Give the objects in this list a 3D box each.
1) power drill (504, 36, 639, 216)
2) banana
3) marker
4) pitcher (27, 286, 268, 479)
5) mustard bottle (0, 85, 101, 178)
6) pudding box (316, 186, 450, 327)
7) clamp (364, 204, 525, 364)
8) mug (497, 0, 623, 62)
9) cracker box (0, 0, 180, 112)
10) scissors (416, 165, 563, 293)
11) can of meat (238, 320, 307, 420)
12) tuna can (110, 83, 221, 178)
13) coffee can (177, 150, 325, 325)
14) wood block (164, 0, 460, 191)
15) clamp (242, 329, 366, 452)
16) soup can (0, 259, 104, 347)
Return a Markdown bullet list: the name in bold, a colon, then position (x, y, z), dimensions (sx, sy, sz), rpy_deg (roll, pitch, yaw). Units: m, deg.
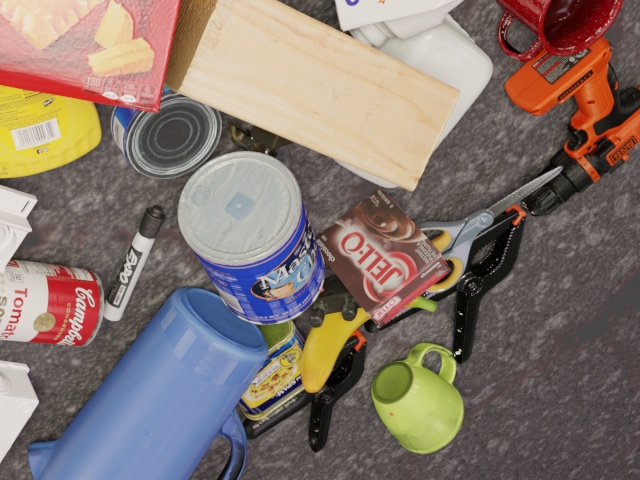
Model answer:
- **power drill**: position (0.259, -0.122, 1.101), dimensions (0.184, 0.057, 0.187), rpy_deg (-43, 141, 6)
- **banana**: position (0.038, 0.085, 1.101), dimensions (0.197, 0.070, 0.037), rpy_deg (-31, 147, -35)
- **marker**: position (-0.166, 0.020, 0.950), dimensions (0.020, 0.020, 0.121), rpy_deg (5, 124, -39)
- **pitcher**: position (-0.148, 0.172, 1.019), dimensions (0.243, 0.145, 0.149), rpy_deg (-54, 146, 14)
- **mustard bottle**: position (-0.216, -0.135, 0.738), dimensions (0.096, 0.058, 0.192), rpy_deg (-17, 136, -14)
- **pudding box**: position (0.058, 0.015, 1.036), dimensions (0.090, 0.114, 0.039), rpy_deg (-39, 140, 0)
- **clamp**: position (0.151, 0.043, 1.190), dimensions (0.164, 0.036, 0.210), rpy_deg (14, 115, -35)
- **mug**: position (0.201, -0.214, 0.950), dimensions (0.093, 0.082, 0.117), rpy_deg (14, 118, -43)
- **cracker box**: position (-0.157, -0.195, 0.635), dimensions (0.164, 0.072, 0.214), rpy_deg (10, 108, -14)
- **scissors**: position (0.169, -0.005, 1.123), dimensions (0.202, 0.016, 0.096), rpy_deg (-20, 122, 6)
- **can of meat**: position (-0.057, 0.125, 1.100), dimensions (0.102, 0.057, 0.084), rpy_deg (-35, 138, -3)
- **tuna can**: position (-0.124, -0.093, 0.864), dimensions (0.086, 0.034, 0.086), rpy_deg (-20, 137, -20)
- **coffee can**: position (-0.056, 0.001, 0.924), dimensions (0.102, 0.103, 0.140), rpy_deg (-32, 154, -7)
- **wood block**: position (-0.012, -0.122, 0.819), dimensions (0.205, 0.091, 0.090), rpy_deg (21, 98, -27)
- **clamp**: position (0.002, 0.172, 1.199), dimensions (0.171, 0.039, 0.120), rpy_deg (-47, 140, 11)
- **soup can**: position (-0.241, 0.051, 0.887), dimensions (0.102, 0.069, 0.069), rpy_deg (10, 120, -41)
